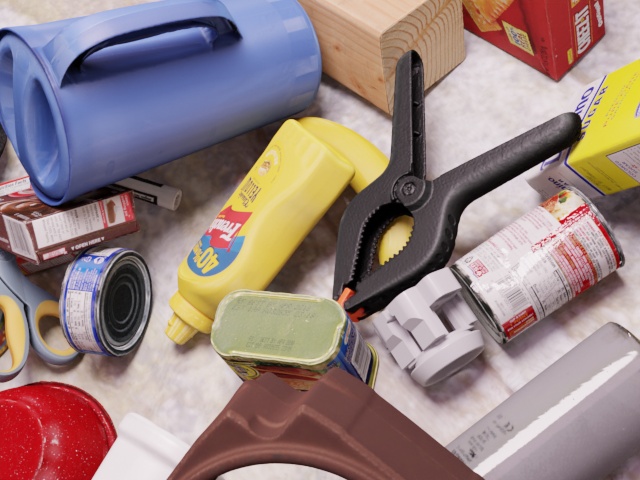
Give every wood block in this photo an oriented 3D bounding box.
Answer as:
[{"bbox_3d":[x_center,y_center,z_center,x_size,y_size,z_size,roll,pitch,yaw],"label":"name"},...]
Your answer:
[{"bbox_3d":[0.015,-0.207,0.906,0.090,0.090,0.206,-39,55,-19],"label":"wood block"}]

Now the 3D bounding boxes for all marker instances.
[{"bbox_3d":[-0.178,-0.052,0.913,0.121,0.020,0.020,18,67,9],"label":"marker"}]

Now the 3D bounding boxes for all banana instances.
[{"bbox_3d":[0.030,-0.042,0.843,0.069,0.037,0.198,-28,55,2],"label":"banana"}]

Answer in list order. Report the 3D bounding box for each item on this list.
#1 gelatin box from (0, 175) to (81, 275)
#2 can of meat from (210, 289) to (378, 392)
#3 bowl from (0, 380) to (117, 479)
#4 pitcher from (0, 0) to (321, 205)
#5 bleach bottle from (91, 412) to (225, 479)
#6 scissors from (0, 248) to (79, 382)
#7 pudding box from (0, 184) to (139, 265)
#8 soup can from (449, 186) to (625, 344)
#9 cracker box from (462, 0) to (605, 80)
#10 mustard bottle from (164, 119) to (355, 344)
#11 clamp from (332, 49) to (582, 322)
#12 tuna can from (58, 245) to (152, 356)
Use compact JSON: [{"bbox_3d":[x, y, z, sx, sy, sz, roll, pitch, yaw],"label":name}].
[{"bbox_3d":[-0.247,-0.017,0.932,0.073,0.030,0.089,-16,56,12],"label":"gelatin box"},{"bbox_3d":[-0.018,0.078,0.761,0.102,0.084,0.057,4,62,21],"label":"can of meat"},{"bbox_3d":[-0.235,0.172,0.801,0.162,0.055,0.162,-9,59,14],"label":"bowl"},{"bbox_3d":[-0.118,-0.127,0.824,0.242,0.145,0.149,-22,29,-31],"label":"pitcher"},{"bbox_3d":[-0.161,0.243,0.702,0.068,0.102,0.250,25,70,25],"label":"bleach bottle"},{"bbox_3d":[-0.241,0.024,0.878,0.096,0.016,0.202,11,55,-25],"label":"scissors"},{"bbox_3d":[-0.208,-0.019,0.841,0.089,0.039,0.114,-21,23,-31],"label":"pudding box"},{"bbox_3d":[0.150,0.018,0.746,0.102,0.068,0.068,-34,55,-1],"label":"soup can"},{"bbox_3d":[0.120,-0.243,0.853,0.072,0.164,0.214,-44,57,-12],"label":"cracker box"},{"bbox_3d":[-0.056,0.001,0.818,0.192,0.058,0.096,-53,28,5],"label":"mustard bottle"},{"bbox_3d":[0.081,-0.032,0.765,0.165,0.036,0.210,22,81,39],"label":"clamp"},{"bbox_3d":[-0.165,0.047,0.831,0.034,0.086,0.086,5,63,20],"label":"tuna can"}]
